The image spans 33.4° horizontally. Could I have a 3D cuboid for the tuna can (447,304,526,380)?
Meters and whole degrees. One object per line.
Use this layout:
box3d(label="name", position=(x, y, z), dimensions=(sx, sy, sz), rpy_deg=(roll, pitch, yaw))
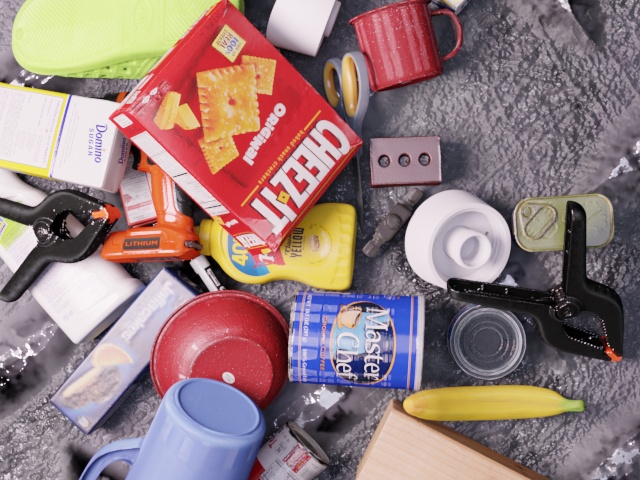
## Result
box3d(label="tuna can", position=(0.183, 0.110, 1.174), dimensions=(0.086, 0.033, 0.086), rpy_deg=(0, 89, 4))

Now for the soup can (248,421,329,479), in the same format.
box3d(label="soup can", position=(-0.048, 0.258, 1.174), dimensions=(0.068, 0.068, 0.102), rpy_deg=(44, 92, 4))

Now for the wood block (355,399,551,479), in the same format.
box3d(label="wood block", position=(0.149, 0.261, 1.147), dimensions=(0.206, 0.091, 0.090), rpy_deg=(27, 91, 4))

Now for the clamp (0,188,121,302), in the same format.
box3d(label="clamp", position=(-0.297, -0.017, 1.143), dimensions=(0.172, 0.039, 0.120), rpy_deg=(-25, 92, 18))

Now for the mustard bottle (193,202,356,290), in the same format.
box3d(label="mustard bottle", position=(-0.058, 0.001, 1.183), dimensions=(0.191, 0.058, 0.096), rpy_deg=(4, 86, 5))

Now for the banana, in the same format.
box3d(label="banana", position=(0.180, 0.173, 1.150), dimensions=(0.197, 0.070, 0.037), rpy_deg=(-1, 73, -9))

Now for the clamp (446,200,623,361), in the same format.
box3d(label="clamp", position=(0.259, 0.055, 1.116), dimensions=(0.209, 0.036, 0.165), rpy_deg=(35, 121, -23))

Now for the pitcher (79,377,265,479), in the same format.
box3d(label="pitcher", position=(-0.156, 0.263, 1.110), dimensions=(0.145, 0.148, 0.243), rpy_deg=(44, 121, 39))

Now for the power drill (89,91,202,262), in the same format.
box3d(label="power drill", position=(-0.198, -0.071, 1.161), dimensions=(0.184, 0.057, 0.187), rpy_deg=(-1, 85, 15))

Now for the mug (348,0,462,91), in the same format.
box3d(label="mug", position=(0.097, -0.213, 1.159), dimensions=(0.117, 0.093, 0.081), rpy_deg=(-15, 93, 2))

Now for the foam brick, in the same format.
box3d(label="foam brick", position=(0.093, -0.086, 1.175), dimensions=(0.078, 0.051, 0.053), rpy_deg=(-3, 89, 5))

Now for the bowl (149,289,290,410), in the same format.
box3d(label="bowl", position=(-0.101, 0.138, 1.156), dimensions=(0.162, 0.055, 0.162), rpy_deg=(-4, 107, -13))

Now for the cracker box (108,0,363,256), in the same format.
box3d(label="cracker box", position=(-0.083, -0.115, 1.104), dimensions=(0.213, 0.072, 0.164), rpy_deg=(44, 71, -17))

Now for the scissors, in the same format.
box3d(label="scissors", position=(0.029, -0.116, 1.190), dimensions=(0.016, 0.096, 0.202), rpy_deg=(-12, 120, -24))

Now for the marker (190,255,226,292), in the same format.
box3d(label="marker", position=(-0.107, 0.071, 1.205), dimensions=(0.020, 0.020, 0.121), rpy_deg=(-33, 87, 3))

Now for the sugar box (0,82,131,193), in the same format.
box3d(label="sugar box", position=(-0.288, -0.112, 1.144), dimensions=(0.176, 0.048, 0.093), rpy_deg=(13, 87, 17))

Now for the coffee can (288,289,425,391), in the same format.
box3d(label="coffee can", position=(0.040, 0.107, 1.151), dimensions=(0.140, 0.103, 0.103), rpy_deg=(3, 90, 4))

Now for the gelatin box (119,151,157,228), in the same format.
box3d(label="gelatin box", position=(-0.190, -0.065, 1.207), dimensions=(0.073, 0.030, 0.089), rpy_deg=(-16, 85, 4))

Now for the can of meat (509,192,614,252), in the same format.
box3d(label="can of meat", position=(0.255, -0.018, 1.145), dimensions=(0.102, 0.084, 0.057), rpy_deg=(-4, 89, 4))

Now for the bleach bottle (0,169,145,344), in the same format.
box3d(label="bleach bottle", position=(-0.314, -0.007, 1.202), dimensions=(0.102, 0.068, 0.251), rpy_deg=(-41, 85, 4))
